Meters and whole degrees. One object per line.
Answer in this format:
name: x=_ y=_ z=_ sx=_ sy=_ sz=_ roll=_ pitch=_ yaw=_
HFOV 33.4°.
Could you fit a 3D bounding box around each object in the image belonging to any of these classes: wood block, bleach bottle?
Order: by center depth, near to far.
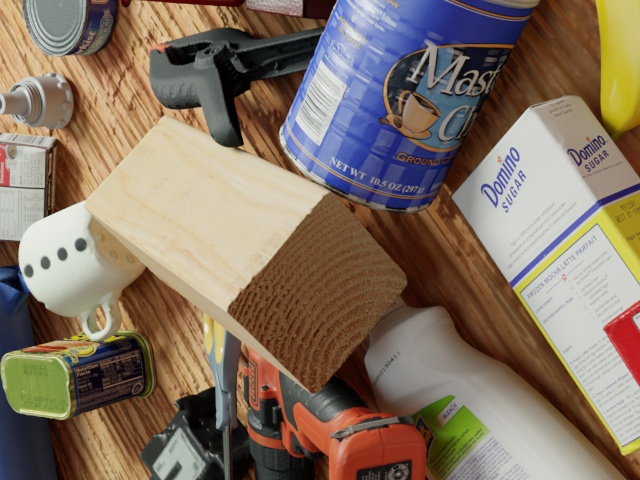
bleach bottle: x=0.107 y=0.122 z=0.628 sx=0.251 sy=0.067 sz=0.103 roll=52 pitch=127 yaw=24
wood block: x=-0.054 y=0.000 z=0.673 sx=0.090 sy=0.090 sz=0.206 roll=-49 pitch=37 yaw=-9

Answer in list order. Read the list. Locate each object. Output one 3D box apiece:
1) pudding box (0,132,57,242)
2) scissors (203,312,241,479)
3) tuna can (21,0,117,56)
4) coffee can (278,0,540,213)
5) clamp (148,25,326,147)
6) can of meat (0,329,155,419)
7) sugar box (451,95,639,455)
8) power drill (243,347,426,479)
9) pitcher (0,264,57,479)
pudding box: x=-0.286 y=-0.046 z=0.915 sx=0.113 sy=0.039 sz=0.090 roll=5 pitch=107 yaw=-4
scissors: x=-0.072 y=0.115 z=0.777 sx=0.096 sy=0.016 sz=0.202 roll=-159 pitch=70 yaw=-73
tuna can: x=-0.202 y=-0.191 z=0.857 sx=0.086 sy=0.033 sz=0.086 roll=9 pitch=105 yaw=40
coffee can: x=0.049 y=-0.101 z=0.607 sx=0.103 sy=0.102 sz=0.140 roll=42 pitch=124 yaw=27
clamp: x=-0.054 y=-0.118 z=0.718 sx=0.172 sy=0.120 sz=0.039 roll=33 pitch=148 yaw=51
can of meat: x=-0.202 y=0.111 z=0.884 sx=0.102 sy=0.083 sz=0.057 roll=-3 pitch=97 yaw=42
sugar box: x=0.150 y=0.018 z=0.569 sx=0.176 sy=0.048 sz=0.093 roll=61 pitch=147 yaw=17
power drill: x=-0.001 y=0.139 z=0.686 sx=0.188 sy=0.057 sz=0.184 roll=-140 pitch=45 yaw=-59
pitcher: x=-0.321 y=0.150 z=0.968 sx=0.149 sy=0.144 sz=0.243 roll=1 pitch=103 yaw=64
